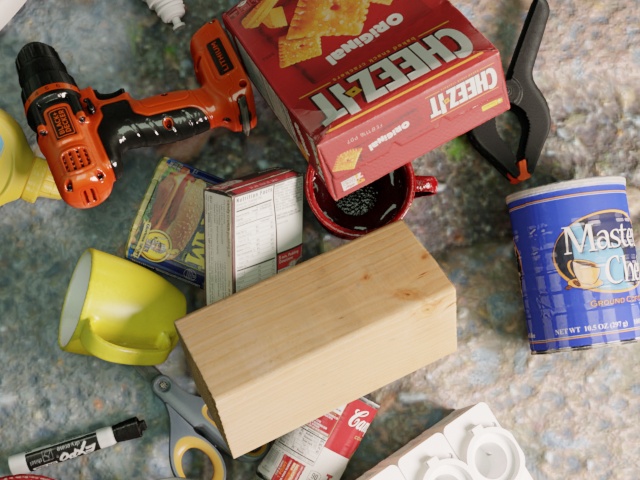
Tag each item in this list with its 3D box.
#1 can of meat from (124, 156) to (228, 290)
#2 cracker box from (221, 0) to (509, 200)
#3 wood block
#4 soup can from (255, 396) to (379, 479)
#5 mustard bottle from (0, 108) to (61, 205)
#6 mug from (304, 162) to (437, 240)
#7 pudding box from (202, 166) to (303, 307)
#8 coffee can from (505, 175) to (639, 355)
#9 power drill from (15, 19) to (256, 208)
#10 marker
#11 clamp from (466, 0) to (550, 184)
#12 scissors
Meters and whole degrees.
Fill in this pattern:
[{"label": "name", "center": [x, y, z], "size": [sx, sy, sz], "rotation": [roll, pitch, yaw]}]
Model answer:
[{"label": "can of meat", "center": [-0.115, -0.014, 0.936], "size": [0.084, 0.057, 0.102], "rotation": [22, 83, 3]}, {"label": "cracker box", "center": [0.031, -0.154, 0.894], "size": [0.164, 0.072, 0.214], "rotation": [-28, 47, -5]}, {"label": "wood block", "center": [-0.002, 0.077, 0.863], "size": [0.206, 0.091, 0.090], "rotation": [-24, 50, -12]}, {"label": "soup can", "center": [-0.003, 0.170, 0.914], "size": [0.068, 0.068, 0.102], "rotation": [29, 84, 1]}, {"label": "mustard bottle", "center": [-0.313, -0.077, 0.920], "size": [0.191, 0.058, 0.096], "rotation": [21, 104, -16]}, {"label": "mug", "center": [0.044, -0.045, 0.931], "size": [0.117, 0.081, 0.093], "rotation": [-5, 84, -3]}, {"label": "pudding box", "center": [-0.056, 0.001, 0.900], "size": [0.039, 0.089, 0.113], "rotation": [15, 113, 38]}, {"label": "coffee can", "center": [0.221, 0.023, 0.920], "size": [0.102, 0.103, 0.140], "rotation": [-8, 84, -3]}, {"label": "power drill", "center": [-0.162, -0.127, 0.929], "size": [0.187, 0.057, 0.184], "rotation": [-22, 59, -9]}, {"label": "marker", "center": [-0.210, 0.179, 0.930], "size": [0.121, 0.020, 0.020], "rotation": [-17, 85, -4]}, {"label": "clamp", "center": [0.172, -0.141, 0.969], "size": [0.120, 0.039, 0.171], "rotation": [-21, 91, 0]}, {"label": "scissors", "center": [-0.141, 0.147, 0.930], "size": [0.202, 0.016, 0.096], "rotation": [29, 68, 2]}]
